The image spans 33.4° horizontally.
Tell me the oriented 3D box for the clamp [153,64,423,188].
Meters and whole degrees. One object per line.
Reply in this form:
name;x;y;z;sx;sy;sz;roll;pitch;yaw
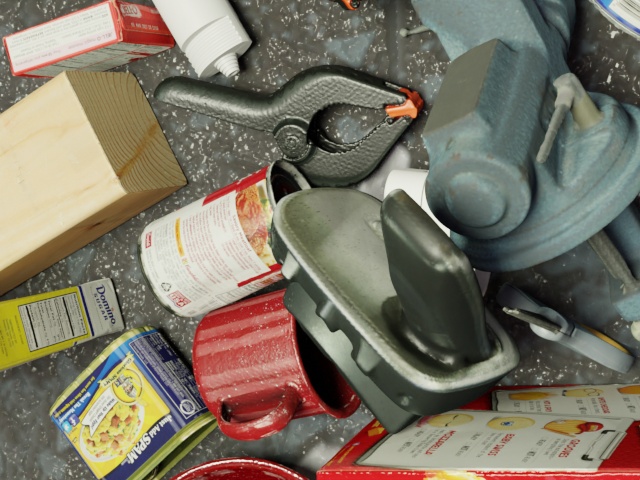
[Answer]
clamp;-0.023;-0.074;0.683;0.172;0.039;0.120;-24;110;19

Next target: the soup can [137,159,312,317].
soup can;-0.054;0.001;0.667;0.102;0.068;0.068;-24;87;22

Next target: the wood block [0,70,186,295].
wood block;-0.210;-0.027;0.738;0.206;0.090;0.090;-28;87;21

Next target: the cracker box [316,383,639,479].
cracker box;0.126;0.132;0.590;0.214;0.164;0.072;-4;96;21

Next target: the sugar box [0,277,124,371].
sugar box;-0.216;0.064;0.705;0.093;0.176;0.048;-15;92;21

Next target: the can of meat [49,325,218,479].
can of meat;-0.129;0.121;0.743;0.102;0.057;0.084;-44;78;19

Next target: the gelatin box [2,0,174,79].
gelatin box;-0.153;-0.134;0.713;0.089;0.073;0.030;-14;91;22

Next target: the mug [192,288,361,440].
mug;-0.030;0.082;0.673;0.082;0.117;0.093;-16;122;26

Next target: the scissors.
scissors;0.112;0.038;0.579;0.096;0.201;0.016;32;95;39
